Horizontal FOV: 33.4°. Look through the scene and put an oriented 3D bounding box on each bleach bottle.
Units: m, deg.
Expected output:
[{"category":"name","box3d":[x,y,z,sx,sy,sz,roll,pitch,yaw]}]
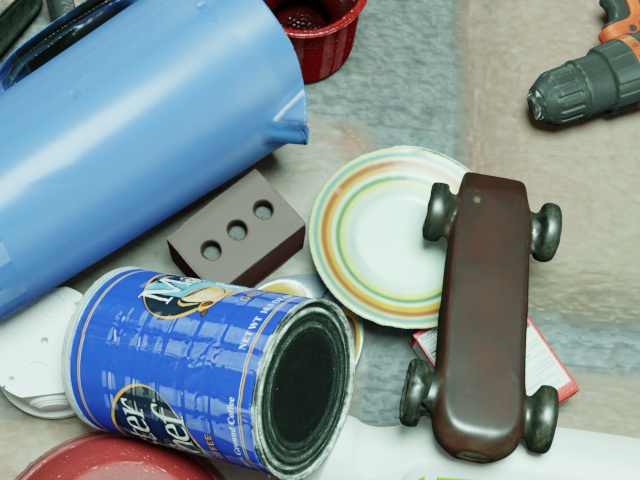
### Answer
[{"category":"bleach bottle","box3d":[0.095,0.147,0.641,0.251,0.068,0.103,11,111,3]}]

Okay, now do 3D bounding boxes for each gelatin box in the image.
[{"category":"gelatin box","box3d":[0.112,0.082,0.697,0.073,0.030,0.089,-31,74,-11]}]

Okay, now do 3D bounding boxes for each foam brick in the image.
[{"category":"foam brick","box3d":[-0.055,0.001,0.707,0.078,0.051,0.053,-39,77,-14]}]

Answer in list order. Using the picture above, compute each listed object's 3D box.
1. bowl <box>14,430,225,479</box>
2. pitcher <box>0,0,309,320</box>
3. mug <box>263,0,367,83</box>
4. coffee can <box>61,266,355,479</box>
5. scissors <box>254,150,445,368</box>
[{"category":"bowl","box3d":[-0.116,0.180,0.622,0.162,0.055,0.162,6,62,-11]},{"category":"pitcher","box3d":[-0.141,-0.066,0.664,0.242,0.149,0.145,-36,108,-20]},{"category":"mug","box3d":[-0.025,-0.161,0.748,0.117,0.081,0.093,-12,72,-7]},{"category":"coffee can","box3d":[-0.065,0.074,0.625,0.141,0.102,0.102,8,68,32]},{"category":"scissors","box3d":[0.010,0.011,0.725,0.096,0.016,0.201,19,71,5]}]
